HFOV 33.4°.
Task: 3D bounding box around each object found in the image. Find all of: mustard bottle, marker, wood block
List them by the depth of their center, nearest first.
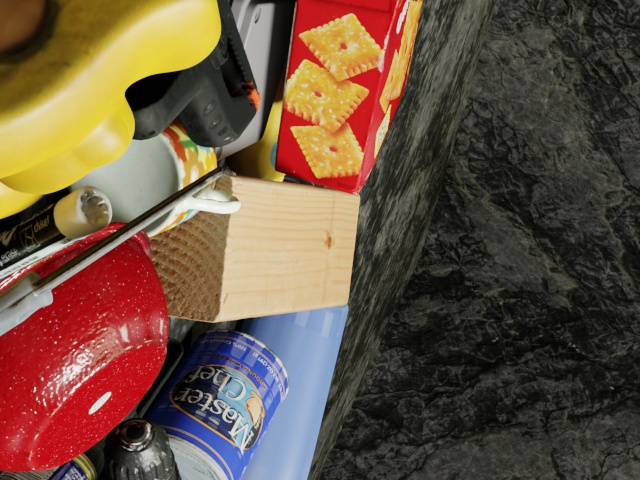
[{"bbox_3d":[-0.136,0.006,0.464,0.121,0.020,0.020,-23,-158,36],"label":"marker"},{"bbox_3d":[-0.054,0.001,0.738,0.205,0.090,0.091,2,95,-66],"label":"wood block"},{"bbox_3d":[-0.042,-0.105,0.848,0.192,0.058,0.096,100,9,-48],"label":"mustard bottle"}]

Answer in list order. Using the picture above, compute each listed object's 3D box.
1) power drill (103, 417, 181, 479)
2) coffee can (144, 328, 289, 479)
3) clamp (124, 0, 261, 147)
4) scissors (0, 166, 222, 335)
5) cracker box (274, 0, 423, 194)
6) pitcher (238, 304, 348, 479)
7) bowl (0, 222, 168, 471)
[{"bbox_3d":[-0.141,0.219,0.652,0.187,0.057,0.184,-55,157,-39],"label":"power drill"},{"bbox_3d":[-0.101,0.163,0.962,0.140,0.103,0.103,-59,166,-46],"label":"coffee can"},{"bbox_3d":[-0.068,-0.095,0.543,0.210,0.036,0.164,61,24,-67],"label":"clamp"},{"bbox_3d":[-0.132,0.031,0.415,0.202,0.016,0.096,-32,180,24],"label":"scissors"},{"bbox_3d":[0.033,-0.163,0.716,0.214,0.072,0.164,102,7,-48],"label":"cracker box"},{"bbox_3d":[-0.048,0.167,1.209,0.149,0.144,0.243,-144,-111,-67],"label":"pitcher"},{"bbox_3d":[-0.132,0.068,0.557,0.162,0.055,0.162,-43,163,-17],"label":"bowl"}]
